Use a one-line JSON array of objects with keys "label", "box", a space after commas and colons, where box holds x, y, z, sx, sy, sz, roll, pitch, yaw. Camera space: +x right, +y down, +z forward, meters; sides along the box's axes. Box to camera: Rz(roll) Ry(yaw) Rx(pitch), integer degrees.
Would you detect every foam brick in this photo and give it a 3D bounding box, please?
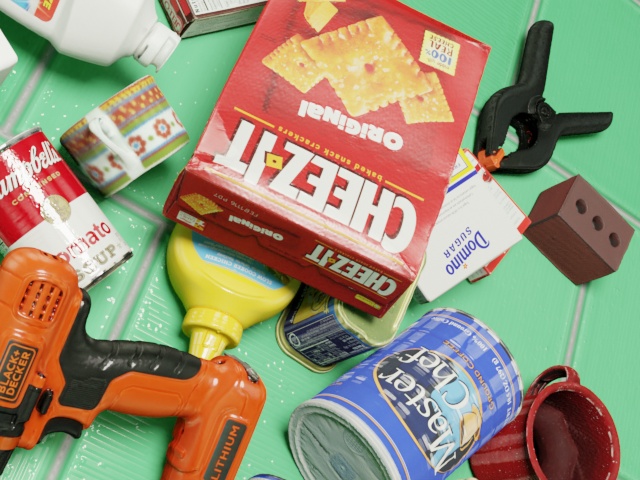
[{"label": "foam brick", "box": [0.226, -0.008, 0.936, 0.078, 0.051, 0.053, 42, 57, -14]}]

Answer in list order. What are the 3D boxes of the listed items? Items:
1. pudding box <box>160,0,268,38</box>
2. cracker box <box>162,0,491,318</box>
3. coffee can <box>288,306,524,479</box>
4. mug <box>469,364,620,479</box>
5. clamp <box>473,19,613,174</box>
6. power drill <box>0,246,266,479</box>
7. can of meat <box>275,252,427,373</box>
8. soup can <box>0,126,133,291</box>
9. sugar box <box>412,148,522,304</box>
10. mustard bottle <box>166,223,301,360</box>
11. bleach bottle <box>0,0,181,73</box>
[{"label": "pudding box", "box": [-0.077, -0.212, 0.826, 0.113, 0.039, 0.090, -21, 85, -34]}, {"label": "cracker box", "box": [0.011, -0.079, 0.732, 0.164, 0.072, 0.213, 25, 57, -6]}, {"label": "coffee can", "box": [0.062, 0.124, 0.757, 0.140, 0.103, 0.103, -32, 92, -36]}, {"label": "mug", "box": [0.172, 0.151, 0.829, 0.093, 0.082, 0.117, 28, 61, -21]}, {"label": "clamp", "box": [0.188, -0.123, 0.960, 0.171, 0.039, 0.120, -34, 91, -35]}, {"label": "power drill", "box": [-0.138, 0.115, 0.642, 0.187, 0.057, 0.184, 23, 91, -32]}, {"label": "can of meat", "box": [0.023, 0.038, 0.774, 0.057, 0.084, 0.102, 36, 58, -17]}, {"label": "soup can", "box": [-0.175, -0.012, 0.678, 0.068, 0.069, 0.102, -40, 97, -35]}, {"label": "sugar box", "box": [0.068, -0.047, 0.830, 0.093, 0.048, 0.176, -32, 89, -10]}, {"label": "mustard bottle", "box": [-0.055, 0.001, 0.753, 0.096, 0.058, 0.191, 24, 62, -14]}, {"label": "bleach bottle", "box": [-0.195, -0.202, 0.686, 0.250, 0.103, 0.068, 36, 15, -14]}]
